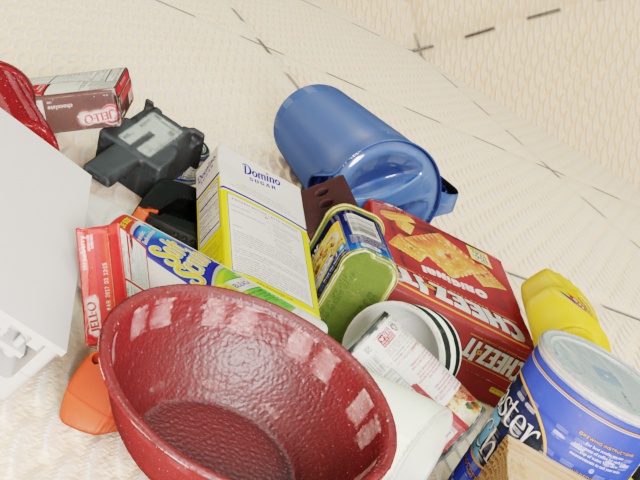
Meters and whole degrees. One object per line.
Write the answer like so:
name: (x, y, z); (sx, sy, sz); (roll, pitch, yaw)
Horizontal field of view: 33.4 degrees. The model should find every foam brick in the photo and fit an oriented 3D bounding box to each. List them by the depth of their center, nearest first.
foam brick: (0.013, -0.015, 0.971); (0.078, 0.053, 0.051); (-113, 179, -57)

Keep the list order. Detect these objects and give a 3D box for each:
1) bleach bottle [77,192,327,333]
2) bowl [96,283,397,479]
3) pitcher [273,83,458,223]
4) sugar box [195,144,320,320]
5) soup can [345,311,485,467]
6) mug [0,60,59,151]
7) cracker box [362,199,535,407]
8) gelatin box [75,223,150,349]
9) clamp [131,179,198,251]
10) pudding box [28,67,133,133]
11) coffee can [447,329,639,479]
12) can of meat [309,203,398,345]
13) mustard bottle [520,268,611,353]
bleach bottle: (-0.122, 0.029, 0.763); (0.251, 0.068, 0.102); (31, 19, 12)
bowl: (-0.044, 0.092, 0.548); (0.162, 0.055, 0.162); (21, 26, -11)
pitcher: (0.040, -0.091, 1.222); (0.149, 0.145, 0.243); (55, -1, -33)
sugar box: (-0.056, 0.001, 0.894); (0.093, 0.048, 0.176); (28, 28, -26)
soup can: (0.060, 0.110, 0.773); (0.102, 0.069, 0.068); (45, 20, 4)
mug: (-0.247, -0.072, 0.825); (0.082, 0.093, 0.117); (51, -8, 39)
cracker box: (0.108, 0.052, 1.026); (0.164, 0.072, 0.213); (26, 19, -10)
gelatin box: (-0.129, 0.034, 0.674); (0.030, 0.073, 0.089); (-8, -10, 1)
clamp: (-0.100, -0.024, 0.967); (0.209, 0.036, 0.165); (5, 37, -50)
pudding box: (-0.231, -0.125, 0.965); (0.113, 0.039, 0.090); (-5, 21, 0)
coffee can: (0.162, 0.148, 0.741); (0.102, 0.140, 0.103); (26, 19, -10)
can of meat: (0.019, 0.033, 0.900); (0.057, 0.102, 0.084); (23, 21, -18)
mustard bottle: (0.218, 0.083, 0.941); (0.096, 0.058, 0.191); (56, 12, -1)
